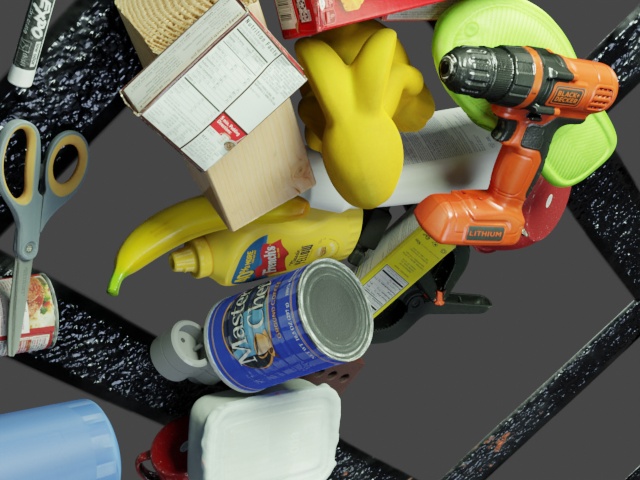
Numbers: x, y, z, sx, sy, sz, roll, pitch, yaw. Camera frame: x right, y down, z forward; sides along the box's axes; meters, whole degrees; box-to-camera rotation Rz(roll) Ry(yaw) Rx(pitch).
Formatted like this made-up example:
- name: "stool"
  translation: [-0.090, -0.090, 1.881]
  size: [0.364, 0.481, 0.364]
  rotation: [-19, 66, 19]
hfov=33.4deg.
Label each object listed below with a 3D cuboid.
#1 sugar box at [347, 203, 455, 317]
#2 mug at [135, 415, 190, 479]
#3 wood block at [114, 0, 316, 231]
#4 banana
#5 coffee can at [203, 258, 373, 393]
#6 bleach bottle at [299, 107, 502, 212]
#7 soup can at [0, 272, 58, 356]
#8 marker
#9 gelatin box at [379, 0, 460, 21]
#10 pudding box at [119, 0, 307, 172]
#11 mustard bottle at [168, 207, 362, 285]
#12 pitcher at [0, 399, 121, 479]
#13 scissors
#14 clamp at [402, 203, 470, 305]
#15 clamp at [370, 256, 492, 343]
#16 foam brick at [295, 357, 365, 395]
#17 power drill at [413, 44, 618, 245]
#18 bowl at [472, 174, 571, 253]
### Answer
- name: "sugar box"
  translation: [0.071, 0.027, 1.103]
  size: [0.048, 0.093, 0.176]
  rotation: [38, 121, -8]
- name: "mug"
  translation: [-0.151, 0.250, 1.191]
  size: [0.117, 0.093, 0.081]
  rotation: [-5, 136, 15]
- name: "wood block"
  translation: [-0.082, -0.119, 0.888]
  size: [0.090, 0.090, 0.206]
  rotation: [-31, 140, -10]
- name: "banana"
  translation: [-0.108, -0.011, 0.976]
  size: [0.198, 0.070, 0.037]
  rotation: [-24, 152, 0]
- name: "coffee can"
  translation: [-0.033, 0.086, 1.058]
  size: [0.102, 0.103, 0.141]
  rotation: [13, 153, -43]
- name: "bleach bottle"
  translation: [0.064, -0.078, 1.044]
  size: [0.250, 0.103, 0.068]
  rotation: [-9, 135, -23]
- name: "soup can"
  translation: [-0.287, 0.067, 0.924]
  size: [0.102, 0.069, 0.069]
  rotation: [-7, 130, -32]
- name: "marker"
  translation: [-0.210, -0.171, 0.798]
  size: [0.020, 0.020, 0.121]
  rotation: [1, 125, -38]
- name: "gelatin box"
  translation: [0.073, -0.218, 0.925]
  size: [0.089, 0.073, 0.030]
  rotation: [-9, 131, -31]
- name: "pudding box"
  translation: [-0.078, -0.116, 0.795]
  size: [0.113, 0.039, 0.090]
  rotation: [-43, 139, 3]
- name: "mustard bottle"
  translation: [-0.057, 0.002, 1.042]
  size: [0.191, 0.058, 0.096]
  rotation: [-12, 151, -27]
- name: "pitcher"
  translation: [-0.324, 0.232, 1.016]
  size: [0.242, 0.149, 0.145]
  rotation: [-10, 117, -34]
- name: "scissors"
  translation: [-0.230, -0.007, 0.891]
  size: [0.096, 0.016, 0.202]
  rotation: [-24, 124, -42]
- name: "clamp"
  translation: [0.121, -0.010, 1.160]
  size: [0.120, 0.039, 0.171]
  rotation: [1, 110, -22]
- name: "clamp"
  translation: [0.109, 0.068, 1.242]
  size: [0.210, 0.036, 0.164]
  rotation: [-32, 130, -7]
- name: "foam brick"
  translation: [0.001, 0.138, 1.218]
  size: [0.078, 0.051, 0.053]
  rotation: [19, 114, -46]
- name: "power drill"
  translation: [0.153, -0.082, 0.930]
  size: [0.184, 0.057, 0.188]
  rotation: [2, 129, -31]
- name: "bowl"
  translation: [0.229, -0.051, 1.172]
  size: [0.161, 0.055, 0.162]
  rotation: [-32, 134, -39]
